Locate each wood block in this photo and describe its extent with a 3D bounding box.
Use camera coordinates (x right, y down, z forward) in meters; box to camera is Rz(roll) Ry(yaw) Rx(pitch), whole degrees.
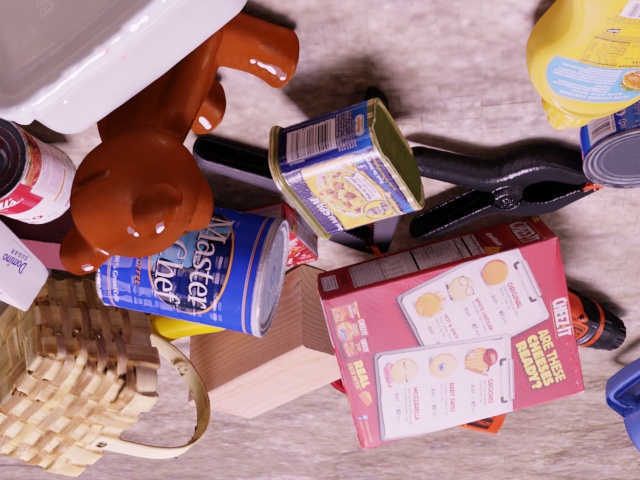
[{"bbox_3d":[-0.048,0.112,1.130,0.090,0.091,0.207,19,146,-34],"label":"wood block"}]

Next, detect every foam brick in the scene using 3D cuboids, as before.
[{"bbox_3d":[-0.250,-0.010,0.936,0.078,0.053,0.051,10,151,-17],"label":"foam brick"}]

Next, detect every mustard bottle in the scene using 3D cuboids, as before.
[{"bbox_3d":[0.190,-0.133,0.706,0.096,0.058,0.192,2,152,-8],"label":"mustard bottle"}]

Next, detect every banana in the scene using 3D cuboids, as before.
[{"bbox_3d":[-0.161,0.102,1.157,0.069,0.037,0.198,31,137,-24],"label":"banana"}]

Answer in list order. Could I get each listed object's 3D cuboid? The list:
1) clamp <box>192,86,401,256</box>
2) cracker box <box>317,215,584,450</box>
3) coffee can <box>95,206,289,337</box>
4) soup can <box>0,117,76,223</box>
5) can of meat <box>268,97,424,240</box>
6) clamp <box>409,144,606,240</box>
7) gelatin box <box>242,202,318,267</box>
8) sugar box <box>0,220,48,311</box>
[{"bbox_3d":[0.000,-0.045,0.892,0.165,0.036,0.210,-9,148,16],"label":"clamp"},{"bbox_3d":[0.118,0.084,0.977,0.213,0.072,0.164,-15,113,0],"label":"cracker box"},{"bbox_3d":[-0.106,0.019,0.909,0.140,0.102,0.103,11,153,7],"label":"coffee can"},{"bbox_3d":[-0.234,-0.052,0.813,0.068,0.068,0.102,-5,172,8],"label":"soup can"},{"bbox_3d":[0.021,-0.053,0.795,0.084,0.057,0.102,-16,141,21],"label":"can of meat"},{"bbox_3d":[0.149,-0.040,0.900,0.171,0.039,0.120,0,153,-1],"label":"clamp"},{"bbox_3d":[-0.057,0.001,0.984,0.089,0.030,0.073,-13,149,21],"label":"gelatin box"},{"bbox_3d":[-0.313,-0.005,0.871,0.176,0.048,0.093,16,155,27],"label":"sugar box"}]
